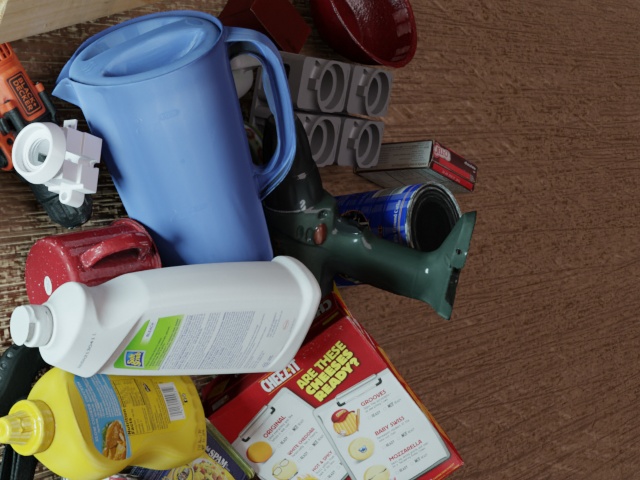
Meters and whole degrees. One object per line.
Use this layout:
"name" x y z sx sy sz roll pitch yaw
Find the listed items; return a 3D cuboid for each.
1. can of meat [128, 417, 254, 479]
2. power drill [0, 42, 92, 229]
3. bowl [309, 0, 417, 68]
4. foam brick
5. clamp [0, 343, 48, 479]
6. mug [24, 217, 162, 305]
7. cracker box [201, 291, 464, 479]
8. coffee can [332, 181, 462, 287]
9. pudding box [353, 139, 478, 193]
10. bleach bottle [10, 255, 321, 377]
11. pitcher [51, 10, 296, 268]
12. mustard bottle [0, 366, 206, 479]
"can of meat" -0.120 0.216 0.965 0.102 0.058 0.083 54 51 -29
"power drill" -0.275 -0.056 0.824 0.187 0.057 0.184 -46 115 -45
"bowl" 0.038 -0.257 1.191 0.161 0.055 0.162 27 51 -41
"foam brick" -0.058 -0.221 1.096 0.078 0.051 0.053 49 52 -33
"clamp" -0.239 0.152 0.850 0.209 0.036 0.164 -43 116 -45
"mug" -0.183 0.027 0.876 0.081 0.117 0.093 -11 72 -44
"cracker box" 0.013 0.180 1.035 0.164 0.072 0.213 -37 113 2
"coffee can" 0.068 -0.005 1.142 0.102 0.141 0.103 8 79 -48
"pudding box" 0.109 -0.082 1.220 0.089 0.114 0.039 25 70 -45
"bleach bottle" -0.122 0.060 0.851 0.250 0.068 0.103 4 120 -42
"pitcher" -0.108 -0.066 0.917 0.144 0.149 0.243 -42 133 -34
"mustard bottle" -0.176 0.142 0.849 0.191 0.058 0.096 5 59 -55
